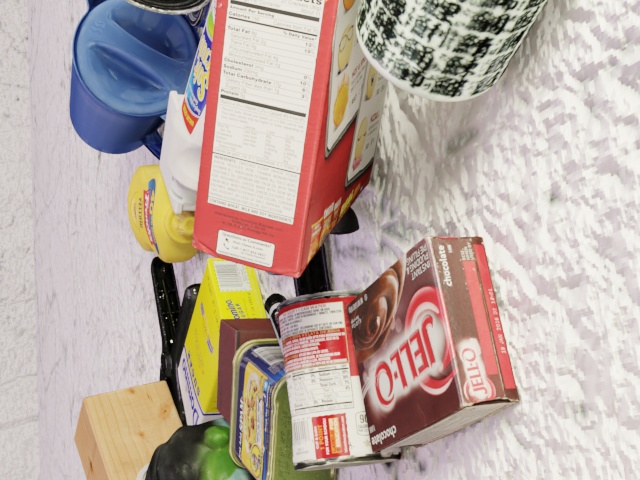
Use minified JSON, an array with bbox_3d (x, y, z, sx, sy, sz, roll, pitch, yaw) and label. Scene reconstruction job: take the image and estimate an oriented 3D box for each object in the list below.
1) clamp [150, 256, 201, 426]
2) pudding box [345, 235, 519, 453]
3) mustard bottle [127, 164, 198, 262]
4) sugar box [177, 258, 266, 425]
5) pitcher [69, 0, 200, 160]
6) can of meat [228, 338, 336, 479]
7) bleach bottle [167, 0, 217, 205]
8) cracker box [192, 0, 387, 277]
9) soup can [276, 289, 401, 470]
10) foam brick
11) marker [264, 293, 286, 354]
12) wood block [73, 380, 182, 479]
[{"bbox_3d":[-0.152,0.121,1.135,0.165,0.036,0.210,-142,52,-63],"label":"clamp"},{"bbox_3d":[0.056,0.058,0.574,0.114,0.039,0.090,130,135,-60],"label":"pudding box"},{"bbox_3d":[-0.158,-0.026,1.120,0.192,0.058,0.096,-160,69,-68],"label":"mustard bottle"},{"bbox_3d":[-0.091,0.104,0.960,0.176,0.048,0.093,114,149,-45],"label":"sugar box"},{"bbox_3d":[-0.212,-0.164,1.188,0.243,0.145,0.149,152,128,-71],"label":"pitcher"},{"bbox_3d":[-0.026,0.130,0.772,0.084,0.057,0.102,-155,67,-66],"label":"can of meat"},{"bbox_3d":[-0.068,-0.117,0.828,0.251,0.068,0.102,118,146,-41],"label":"bleach bottle"},{"bbox_3d":[-0.006,-0.110,0.590,0.164,0.072,0.214,-52,-27,-63],"label":"cracker box"},{"bbox_3d":[0.011,0.087,0.656,0.069,0.068,0.102,142,124,-65],"label":"soup can"},{"bbox_3d":[-0.051,0.103,0.844,0.053,0.051,0.078,-158,69,-69],"label":"foam brick"},{"bbox_3d":[-0.027,0.062,0.796,0.121,0.020,0.020,-126,39,-75],"label":"marker"},{"bbox_3d":[-0.171,0.256,1.061,0.206,0.090,0.091,63,148,31],"label":"wood block"}]
